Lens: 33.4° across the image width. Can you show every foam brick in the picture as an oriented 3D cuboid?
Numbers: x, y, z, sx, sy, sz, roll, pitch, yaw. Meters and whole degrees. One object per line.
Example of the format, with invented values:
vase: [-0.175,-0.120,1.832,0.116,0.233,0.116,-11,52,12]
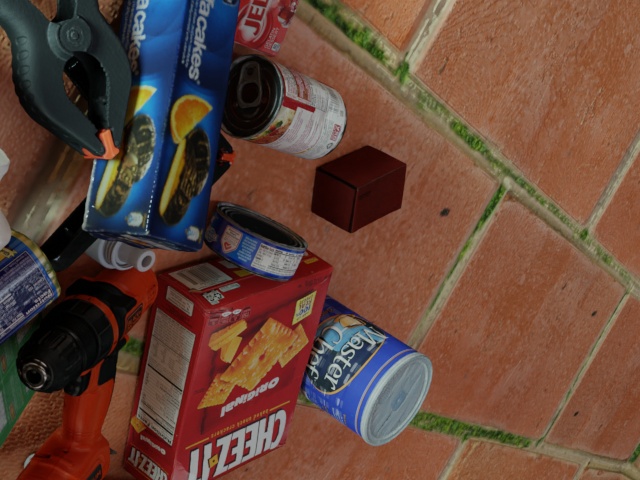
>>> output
foam brick: [0.038,-0.051,1.031,0.078,0.051,0.053,-26,134,-41]

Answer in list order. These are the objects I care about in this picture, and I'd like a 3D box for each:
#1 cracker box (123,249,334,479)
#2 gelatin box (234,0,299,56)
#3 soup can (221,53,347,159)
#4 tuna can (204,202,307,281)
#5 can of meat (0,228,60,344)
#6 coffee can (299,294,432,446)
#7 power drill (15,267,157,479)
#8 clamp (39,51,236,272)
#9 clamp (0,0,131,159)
cracker box: [-0.084,0.117,0.983,0.163,0.072,0.214,-16,129,-47]
gelatin box: [-0.047,-0.192,0.818,0.073,0.030,0.089,9,108,-56]
soup can: [-0.031,-0.107,0.874,0.102,0.069,0.068,12,106,-57]
tuna can: [-0.056,0.001,0.912,0.086,0.086,0.034,9,110,-56]
can of meat: [-0.229,0.032,0.686,0.083,0.102,0.057,-43,132,-28]
coffee can: [0.027,0.126,1.077,0.102,0.140,0.103,-34,140,-34]
power drill: [-0.186,0.120,0.802,0.184,0.057,0.188,-52,163,-67]
clamp: [-0.134,-0.054,0.776,0.209,0.036,0.164,10,86,-60]
clamp: [-0.157,-0.137,0.668,0.120,0.039,0.171,-37,122,-26]
